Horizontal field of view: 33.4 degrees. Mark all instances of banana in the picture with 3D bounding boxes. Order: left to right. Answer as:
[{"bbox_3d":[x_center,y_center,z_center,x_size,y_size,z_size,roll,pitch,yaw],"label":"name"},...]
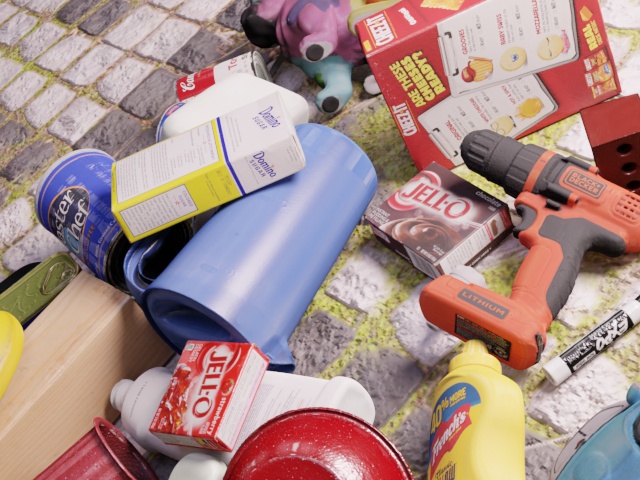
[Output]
[{"bbox_3d":[-0.309,0.134,0.951,0.070,0.037,0.197,-24,37,36],"label":"banana"}]

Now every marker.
[{"bbox_3d":[0.228,0.072,0.845,0.121,0.020,0.020,-36,42,-6],"label":"marker"}]

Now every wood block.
[{"bbox_3d":[-0.249,0.141,1.004,0.090,0.090,0.206,22,63,43],"label":"wood block"}]

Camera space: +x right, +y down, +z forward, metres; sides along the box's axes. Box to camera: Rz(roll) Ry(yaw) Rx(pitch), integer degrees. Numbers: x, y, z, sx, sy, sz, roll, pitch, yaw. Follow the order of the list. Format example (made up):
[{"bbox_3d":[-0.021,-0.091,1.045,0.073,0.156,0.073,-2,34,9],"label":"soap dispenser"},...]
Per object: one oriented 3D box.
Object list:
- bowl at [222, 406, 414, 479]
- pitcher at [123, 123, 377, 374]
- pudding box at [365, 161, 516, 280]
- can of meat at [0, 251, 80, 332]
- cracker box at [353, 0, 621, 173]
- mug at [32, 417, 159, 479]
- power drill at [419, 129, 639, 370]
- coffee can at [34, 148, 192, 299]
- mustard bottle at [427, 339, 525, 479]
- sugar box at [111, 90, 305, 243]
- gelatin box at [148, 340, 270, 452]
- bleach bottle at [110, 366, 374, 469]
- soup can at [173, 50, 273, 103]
[{"bbox_3d":[-0.011,0.202,0.775,0.162,0.055,0.162,-4,79,18],"label":"bowl"},{"bbox_3d":[-0.057,0.001,0.995,0.145,0.149,0.242,-8,40,50],"label":"pitcher"},{"bbox_3d":[0.109,-0.017,0.985,0.090,0.039,0.114,-40,42,-11],"label":"pudding box"},{"bbox_3d":[-0.270,0.076,1.084,0.102,0.084,0.058,-40,42,-10],"label":"can of meat"},{"bbox_3d":[0.161,-0.175,1.016,0.214,0.164,0.072,-24,40,8],"label":"cracker box"},{"bbox_3d":[-0.193,0.210,0.915,0.081,0.093,0.117,-40,11,-4],"label":"mug"},{"bbox_3d":[0.162,0.001,0.889,0.185,0.057,0.187,28,66,24],"label":"power drill"},{"bbox_3d":[-0.212,-0.018,1.086,0.102,0.102,0.140,-43,51,-14],"label":"coffee can"},{"bbox_3d":[0.113,0.153,0.784,0.058,0.096,0.191,20,46,-12],"label":"mustard bottle"},{"bbox_3d":[-0.105,-0.069,0.981,0.176,0.048,0.093,-21,35,3],"label":"sugar box"},{"bbox_3d":[-0.091,0.126,0.876,0.073,0.030,0.089,-1,54,36],"label":"gelatin box"},{"bbox_3d":[-0.082,0.149,0.919,0.251,0.068,0.102,7,59,37],"label":"bleach bottle"},{"bbox_3d":[-0.111,-0.173,1.245,0.102,0.068,0.068,-18,43,14],"label":"soup can"}]
